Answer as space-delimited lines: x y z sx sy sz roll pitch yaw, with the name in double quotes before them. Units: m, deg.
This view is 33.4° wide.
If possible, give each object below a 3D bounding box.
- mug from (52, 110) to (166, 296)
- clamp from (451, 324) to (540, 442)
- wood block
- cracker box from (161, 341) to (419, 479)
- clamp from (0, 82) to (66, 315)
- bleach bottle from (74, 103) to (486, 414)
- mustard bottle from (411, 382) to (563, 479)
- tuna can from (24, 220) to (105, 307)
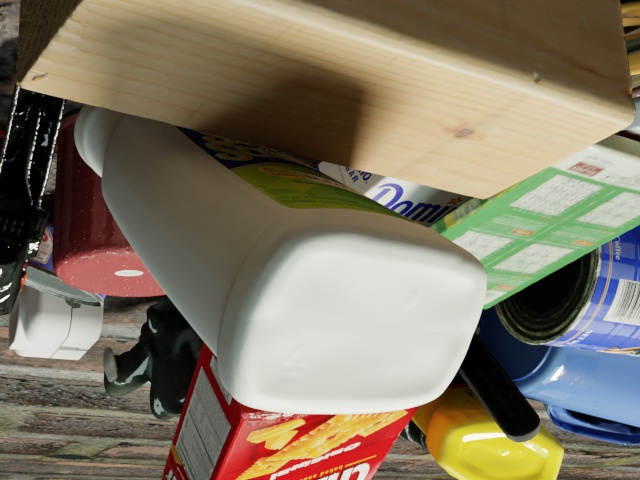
"mug" -0.099 -0.014 0.598 0.093 0.081 0.117 -12 158 27
"clamp" 0.101 0.071 0.785 0.036 0.164 0.210 -22 170 -6
"wood block" 0.005 -0.087 0.390 0.205 0.090 0.091 11 156 -31
"cracker box" -0.016 0.132 0.782 0.164 0.072 0.214 -12 147 -26
"clamp" -0.158 -0.002 0.534 0.039 0.120 0.172 19 144 -7
"bleach bottle" -0.047 -0.018 0.443 0.102 0.068 0.251 8 -162 -37
"mustard bottle" 0.117 0.137 0.855 0.096 0.058 0.192 12 -171 -11
"tuna can" -0.178 0.012 0.702 0.086 0.033 0.086 18 165 5
